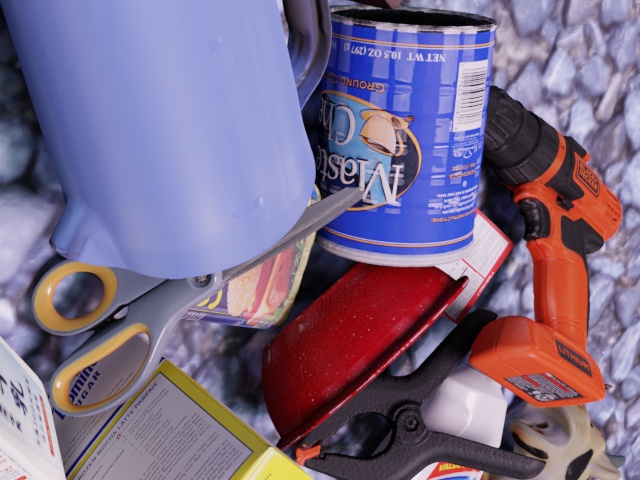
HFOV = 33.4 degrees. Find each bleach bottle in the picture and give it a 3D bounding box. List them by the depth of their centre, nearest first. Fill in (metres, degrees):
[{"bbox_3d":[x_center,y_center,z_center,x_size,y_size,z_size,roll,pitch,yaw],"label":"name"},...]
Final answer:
[{"bbox_3d":[0.063,0.187,0.783,0.102,0.068,0.251,33,84,-39],"label":"bleach bottle"}]

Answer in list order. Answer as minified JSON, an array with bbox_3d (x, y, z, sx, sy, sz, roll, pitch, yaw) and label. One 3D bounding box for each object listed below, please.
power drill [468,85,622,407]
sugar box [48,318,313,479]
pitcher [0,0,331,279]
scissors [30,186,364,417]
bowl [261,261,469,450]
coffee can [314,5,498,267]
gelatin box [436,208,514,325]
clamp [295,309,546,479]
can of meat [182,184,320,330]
[{"bbox_3d":[0.147,0.006,0.727,0.184,0.057,0.187,33,56,-37],"label":"power drill"},{"bbox_3d":[-0.089,0.117,0.571,0.093,0.176,0.048,-51,126,-9],"label":"sugar box"},{"bbox_3d":[-0.073,-0.113,0.483,0.145,0.149,0.243,-4,138,4],"label":"pitcher"},{"bbox_3d":[-0.079,0.011,0.576,0.202,0.096,0.016,-44,160,5],"label":"scissors"},{"bbox_3d":[0.016,0.058,0.668,0.162,0.162,0.055,-42,88,-16],"label":"bowl"},{"bbox_3d":[0.049,-0.066,0.649,0.102,0.103,0.140,-9,112,-33],"label":"coffee can"},{"bbox_3d":[0.086,0.007,0.751,0.089,0.030,0.073,38,85,-39],"label":"gelatin box"},{"bbox_3d":[0.064,0.115,0.742,0.171,0.039,0.120,-7,74,-5],"label":"clamp"},{"bbox_3d":[-0.054,0.001,0.631,0.083,0.058,0.102,11,100,-40],"label":"can of meat"}]
